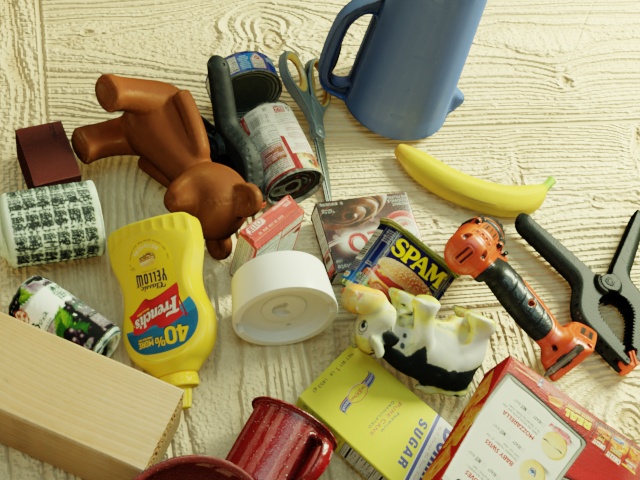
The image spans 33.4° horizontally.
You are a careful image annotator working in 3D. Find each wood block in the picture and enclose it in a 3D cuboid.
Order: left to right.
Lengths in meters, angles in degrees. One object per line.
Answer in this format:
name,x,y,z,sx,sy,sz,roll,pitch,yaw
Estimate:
wood block,-0.241,0.153,0.996,0.206,0.090,0.090,22,57,3

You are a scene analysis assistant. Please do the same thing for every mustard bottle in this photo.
mustard bottle,-0.153,0.074,1.065,0.096,0.058,0.191,-15,75,14

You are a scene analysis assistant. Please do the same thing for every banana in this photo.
banana,0.180,-0.064,1.252,0.197,0.037,0.069,14,39,-5

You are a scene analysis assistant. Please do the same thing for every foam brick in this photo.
foam brick,-0.294,-0.081,1.153,0.053,0.051,0.078,-15,63,-21

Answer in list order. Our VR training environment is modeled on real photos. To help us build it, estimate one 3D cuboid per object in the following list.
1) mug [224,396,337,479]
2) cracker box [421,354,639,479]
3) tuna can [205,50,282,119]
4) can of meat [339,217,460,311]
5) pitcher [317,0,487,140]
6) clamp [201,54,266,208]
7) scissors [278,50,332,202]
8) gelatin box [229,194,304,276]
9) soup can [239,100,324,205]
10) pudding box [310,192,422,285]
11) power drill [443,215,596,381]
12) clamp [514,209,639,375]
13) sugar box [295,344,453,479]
mug,-0.035,0.206,0.996,0.093,0.117,0.081,48,58,-29
cracker box,0.178,0.238,0.963,0.164,0.072,0.213,36,62,2
tuna can,-0.089,-0.179,1.235,0.086,0.086,0.034,-11,60,-18
can of meat,0.082,0.039,1.124,0.102,0.057,0.084,38,83,-16
pitcher,0.105,-0.240,1.218,0.145,0.243,0.149,41,53,18
clamp,-0.103,-0.116,1.178,0.039,0.120,0.171,-23,71,-32
scissors,-0.016,-0.140,1.241,0.096,0.016,0.201,33,45,-40
gelatin box,-0.057,0.001,1.127,0.030,0.089,0.073,43,60,15
soup can,-0.046,-0.099,1.204,0.068,0.069,0.102,-15,63,-20
pudding box,0.054,-0.002,1.182,0.113,0.039,0.090,-8,62,-16
power drill,0.212,0.053,1.139,0.188,0.057,0.184,48,19,6
clamp,0.308,0.050,1.203,0.164,0.036,0.210,3,58,-10
sugar box,0.068,0.193,1.061,0.176,0.048,0.093,39,58,14
